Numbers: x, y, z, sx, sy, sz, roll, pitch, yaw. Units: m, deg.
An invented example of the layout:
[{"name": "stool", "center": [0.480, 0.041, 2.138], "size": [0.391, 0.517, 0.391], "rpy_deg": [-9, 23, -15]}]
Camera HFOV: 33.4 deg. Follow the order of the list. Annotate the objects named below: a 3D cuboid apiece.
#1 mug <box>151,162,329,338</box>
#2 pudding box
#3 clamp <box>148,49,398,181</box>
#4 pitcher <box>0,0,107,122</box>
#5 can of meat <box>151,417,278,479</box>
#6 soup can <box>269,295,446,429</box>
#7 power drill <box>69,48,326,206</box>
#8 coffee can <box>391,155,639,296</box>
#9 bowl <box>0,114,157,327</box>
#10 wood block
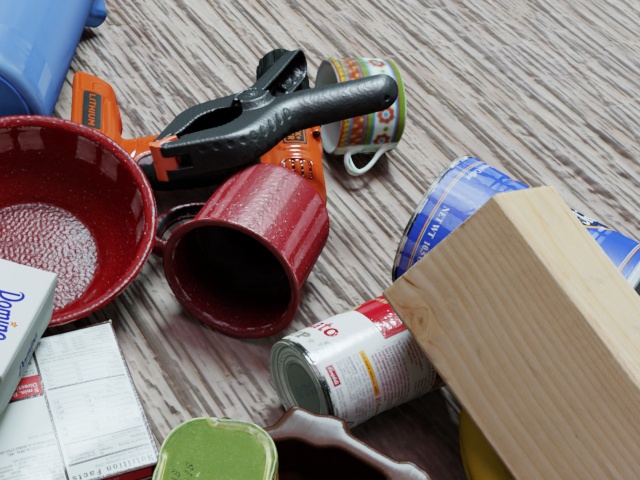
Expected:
[{"name": "mug", "center": [-0.055, 0.001, 0.697], "size": [0.117, 0.093, 0.081], "rpy_deg": [9, 38, 17]}, {"name": "pudding box", "center": [-0.147, 0.104, 0.609], "size": [0.090, 0.039, 0.113], "rpy_deg": [-11, 49, -20]}, {"name": "clamp", "center": [-0.033, -0.085, 0.727], "size": [0.120, 0.039, 0.171], "rpy_deg": [12, 40, 46]}, {"name": "pitcher", "center": [-0.249, -0.171, 0.799], "size": [0.149, 0.145, 0.243], "rpy_deg": [3, 43, -4]}, {"name": "can of meat", "center": [-0.048, 0.140, 0.470], "size": [0.057, 0.084, 0.102], "rpy_deg": [6, 52, 4]}, {"name": "soup can", "center": [0.029, 0.073, 0.644], "size": [0.102, 0.068, 0.069], "rpy_deg": [-21, 51, -27]}, {"name": "power drill", "center": [-0.091, -0.085, 0.799], "size": [0.187, 0.057, 0.184], "rpy_deg": [0, 44, -8]}, {"name": "coffee can", "center": [0.132, 0.021, 0.688], "size": [0.140, 0.103, 0.102], "rpy_deg": [30, 48, 22]}, {"name": "bowl", "center": [-0.187, -0.002, 0.687], "size": [0.162, 0.055, 0.162], "rpy_deg": [5, 57, -8]}, {"name": "wood block", "center": [0.141, 0.080, 0.574], "size": [0.206, 0.091, 0.090], "rpy_deg": [55, 29, 15]}]
